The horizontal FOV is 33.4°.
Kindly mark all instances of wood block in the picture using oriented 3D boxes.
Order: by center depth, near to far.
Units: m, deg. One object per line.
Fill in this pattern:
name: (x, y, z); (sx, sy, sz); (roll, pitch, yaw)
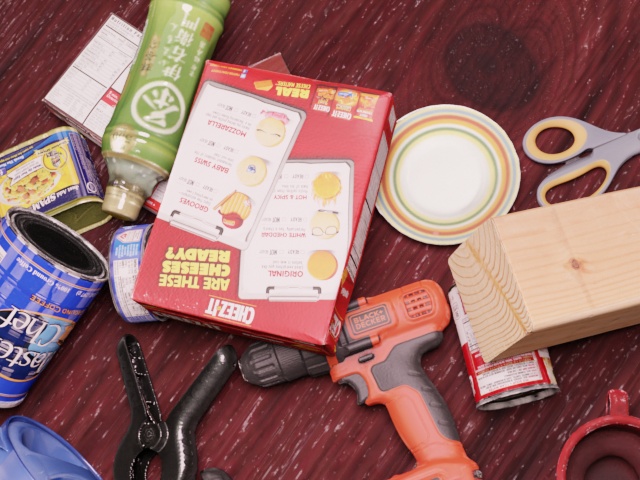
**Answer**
wood block: (0.219, 0.019, 0.827); (0.205, 0.090, 0.091); (-11, 71, -20)

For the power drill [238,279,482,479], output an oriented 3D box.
power drill: (0.040, 0.140, 0.877); (0.184, 0.057, 0.188); (-20, 72, 4)

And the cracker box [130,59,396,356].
cracker box: (-0.041, -0.028, 0.875); (0.164, 0.072, 0.213); (12, 76, 14)

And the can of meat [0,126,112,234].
can of meat: (-0.253, -0.046, 0.983); (0.102, 0.057, 0.084); (-23, 69, 2)

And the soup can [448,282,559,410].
soup can: (0.148, 0.081, 0.871); (0.068, 0.068, 0.102); (-14, 71, 5)

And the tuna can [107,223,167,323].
tuna can: (-0.155, 0.029, 0.928); (0.034, 0.086, 0.086); (-6, 73, 9)

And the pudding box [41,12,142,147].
pudding box: (-0.193, -0.147, 1.012); (0.090, 0.039, 0.113); (34, 79, 16)

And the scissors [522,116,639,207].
scissors: (0.265, -0.099, 0.933); (0.201, 0.016, 0.096); (-35, 71, -2)

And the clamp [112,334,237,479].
clamp: (-0.126, 0.160, 0.902); (0.120, 0.039, 0.171); (-9, 74, 32)

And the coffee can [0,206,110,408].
coffee can: (-0.260, 0.057, 0.910); (0.103, 0.102, 0.140); (40, 100, 18)
